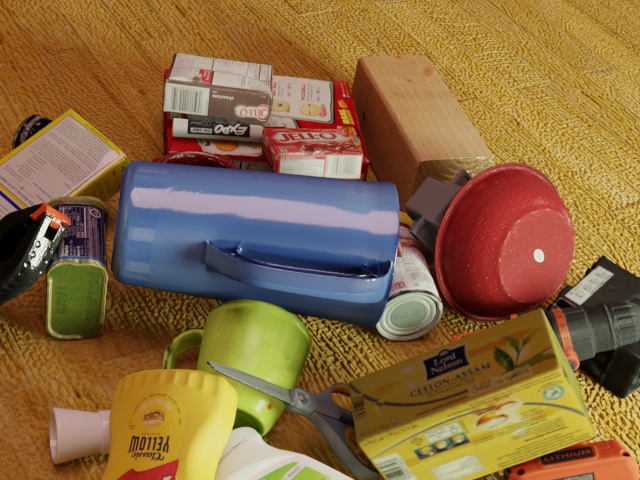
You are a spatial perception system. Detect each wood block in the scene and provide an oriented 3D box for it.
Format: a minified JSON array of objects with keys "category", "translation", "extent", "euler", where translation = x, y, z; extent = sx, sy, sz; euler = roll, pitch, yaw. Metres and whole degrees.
[{"category":"wood block","translation":[0.107,-0.118,1.211],"extent":[0.090,0.091,0.206],"euler":[-4,42,-19]}]

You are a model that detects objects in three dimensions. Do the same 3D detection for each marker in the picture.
[{"category":"marker","translation":[-0.092,-0.112,1.099],"extent":[0.121,0.020,0.020],"euler":[4,40,-8]}]

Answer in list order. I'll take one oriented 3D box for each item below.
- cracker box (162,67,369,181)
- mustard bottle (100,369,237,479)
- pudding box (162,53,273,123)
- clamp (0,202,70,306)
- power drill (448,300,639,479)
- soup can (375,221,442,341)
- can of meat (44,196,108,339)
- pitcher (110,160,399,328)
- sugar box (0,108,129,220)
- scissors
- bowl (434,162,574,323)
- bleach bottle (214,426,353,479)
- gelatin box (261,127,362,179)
[{"category":"cracker box","translation":[-0.066,-0.114,1.179],"extent":[0.213,0.072,0.164],"euler":[2,40,-11]},{"category":"mustard bottle","translation":[-0.122,0.191,0.784],"extent":[0.096,0.058,0.191],"euler":[-3,57,19]},{"category":"pudding box","translation":[-0.106,-0.162,1.131],"extent":[0.113,0.039,0.090],"euler":[8,27,-5]},{"category":"clamp","translation":[-0.286,0.026,0.915],"extent":[0.171,0.039,0.120],"euler":[-46,51,5]},{"category":"power drill","translation":[0.212,0.136,0.924],"extent":[0.184,0.057,0.187],"euler":[-15,39,8]},{"category":"soup can","translation":[0.074,0.038,1.034],"extent":[0.068,0.068,0.102],"euler":[0,41,-14]},{"category":"can of meat","translation":[-0.218,0.026,0.950],"extent":[0.057,0.102,0.084],"euler":[0,43,-15]},{"category":"pitcher","translation":[-0.056,0.001,0.931],"extent":[0.242,0.149,0.145],"euler":[7,64,-10]},{"category":"sugar box","translation":[-0.275,-0.042,1.022],"extent":[0.093,0.048,0.176],"euler":[38,67,25]},{"category":"scissors","translation":[-0.007,0.145,0.851],"extent":[0.201,0.016,0.096],"euler":[16,43,-51]},{"category":"bowl","translation":[0.189,0.009,1.019],"extent":[0.161,0.162,0.055],"euler":[-13,20,-27]},{"category":"bleach bottle","translation":[-0.002,0.212,0.813],"extent":[0.251,0.068,0.102],"euler":[32,44,26]},{"category":"gelatin box","translation":[-0.010,-0.088,1.070],"extent":[0.089,0.030,0.073],"euler":[0,26,-14]}]
